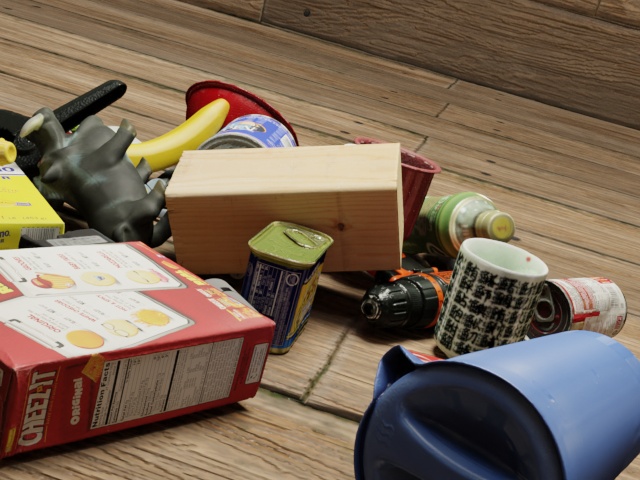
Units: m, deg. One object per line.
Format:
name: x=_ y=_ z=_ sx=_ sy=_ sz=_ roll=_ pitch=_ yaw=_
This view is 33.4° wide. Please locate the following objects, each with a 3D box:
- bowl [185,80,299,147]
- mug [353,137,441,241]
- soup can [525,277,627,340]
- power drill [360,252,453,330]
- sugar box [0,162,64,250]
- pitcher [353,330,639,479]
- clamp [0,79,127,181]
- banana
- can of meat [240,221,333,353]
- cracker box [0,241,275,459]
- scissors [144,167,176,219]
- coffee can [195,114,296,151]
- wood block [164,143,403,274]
bowl: x=-0.110 y=-0.127 z=1.339 sx=0.162 sy=0.055 sz=0.162 roll=23 pitch=-25 yaw=11
mug: x=0.053 y=-0.053 z=1.073 sx=0.117 sy=0.081 sz=0.093 roll=17 pitch=16 yaw=-10
soup can: x=0.252 y=0.071 z=1.068 sx=0.102 sy=0.068 sz=0.069 roll=-1 pitch=23 yaw=-42
power drill: x=0.052 y=0.031 z=1.052 sx=0.188 sy=0.057 sz=0.184 roll=30 pitch=19 yaw=35
sugar box: x=-0.301 y=-0.030 z=0.962 sx=0.093 sy=0.048 sz=0.176 roll=1 pitch=23 yaw=-32
pitcher: x=0.142 y=0.136 z=0.698 sx=0.145 sy=0.149 sz=0.242 roll=7 pitch=7 yaw=32
clamp: x=-0.296 y=-0.103 z=1.099 sx=0.210 sy=0.036 sz=0.164 roll=4 pitch=60 yaw=-3
banana: x=-0.187 y=-0.114 z=1.229 sx=0.197 sy=0.070 sz=0.037 roll=-16 pitch=26 yaw=-32
can of meat: x=-0.033 y=0.039 z=0.904 sx=0.057 sy=0.084 sz=0.102 roll=17 pitch=17 yaw=9
cracker box: x=-0.165 y=0.065 z=0.733 sx=0.164 sy=0.072 sz=0.213 roll=27 pitch=22 yaw=38
scissors: x=-0.171 y=-0.053 z=1.200 sx=0.096 sy=0.016 sz=0.201 roll=20 pitch=18 yaw=16
coffee can: x=-0.086 y=-0.083 z=1.217 sx=0.103 sy=0.103 sz=0.140 roll=16 pitch=17 yaw=3
wood block: x=-0.029 y=-0.029 z=0.988 sx=0.206 sy=0.091 sz=0.090 roll=-1 pitch=31 yaw=7
